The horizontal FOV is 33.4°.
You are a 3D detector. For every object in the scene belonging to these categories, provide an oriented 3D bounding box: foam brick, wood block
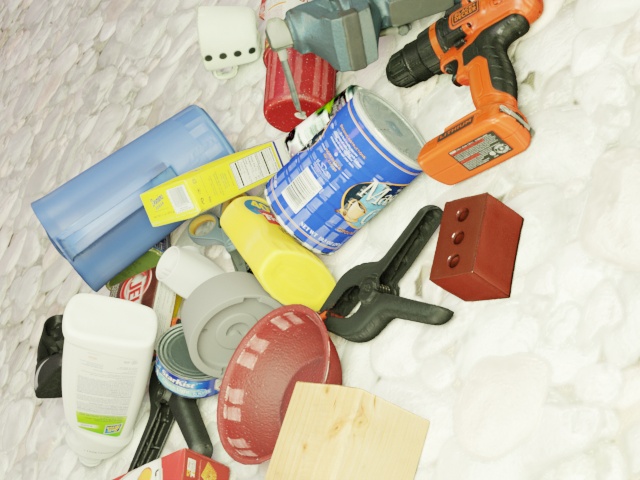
[{"bbox_3d":[0.135,0.007,0.922,0.053,0.051,0.078,-13,56,48],"label":"foam brick"},{"bbox_3d":[0.005,0.232,0.890,0.090,0.090,0.206,-4,63,51],"label":"wood block"}]

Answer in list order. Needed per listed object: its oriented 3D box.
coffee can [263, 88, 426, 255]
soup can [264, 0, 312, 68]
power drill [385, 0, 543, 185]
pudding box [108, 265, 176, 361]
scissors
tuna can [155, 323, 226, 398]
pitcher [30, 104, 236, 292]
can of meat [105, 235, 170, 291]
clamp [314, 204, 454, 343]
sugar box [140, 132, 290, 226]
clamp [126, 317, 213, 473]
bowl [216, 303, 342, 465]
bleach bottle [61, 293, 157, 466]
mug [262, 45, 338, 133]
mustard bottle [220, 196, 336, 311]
[{"bbox_3d":[0.027,-0.068,1.070,0.140,0.102,0.103,-43,38,24],"label":"coffee can"},{"bbox_3d":[-0.036,-0.258,1.323,0.069,0.068,0.102,-33,42,34],"label":"soup can"},{"bbox_3d":[0.134,-0.149,1.032,0.185,0.057,0.187,-28,46,38],"label":"power drill"},{"bbox_3d":[-0.215,0.093,1.254,0.090,0.039,0.113,-24,48,35],"label":"pudding box"},{"bbox_3d":[-0.116,0.009,1.226,0.096,0.016,0.201,-21,33,17],"label":"scissors"},{"bbox_3d":[-0.134,0.129,1.148,0.086,0.086,0.034,-107,22,-47],"label":"tuna can"},{"bbox_3d":[-0.216,-0.056,1.291,0.242,0.145,0.149,-36,53,-6],"label":"pitcher"},{"bbox_3d":[-0.239,0.014,1.394,0.102,0.057,0.084,-38,42,28],"label":"can of meat"},{"bbox_3d":[0.060,0.039,1.006,0.172,0.039,0.120,-21,49,43],"label":"clamp"},{"bbox_3d":[-0.106,-0.072,1.202,0.094,0.048,0.175,-12,15,48],"label":"sugar box"},{"bbox_3d":[-0.170,0.185,1.197,0.165,0.036,0.210,-41,37,34],"label":"clamp"},{"bbox_3d":[-0.030,0.145,1.028,0.162,0.055,0.162,-32,43,35],"label":"bowl"},{"bbox_3d":[-0.251,0.170,1.200,0.068,0.102,0.251,-90,16,-47],"label":"bleach bottle"},{"bbox_3d":[-0.026,-0.170,1.238,0.117,0.093,0.081,118,158,-61],"label":"mug"},{"bbox_3d":[-0.057,0.001,1.133,0.058,0.096,0.192,-53,34,8],"label":"mustard bottle"}]
